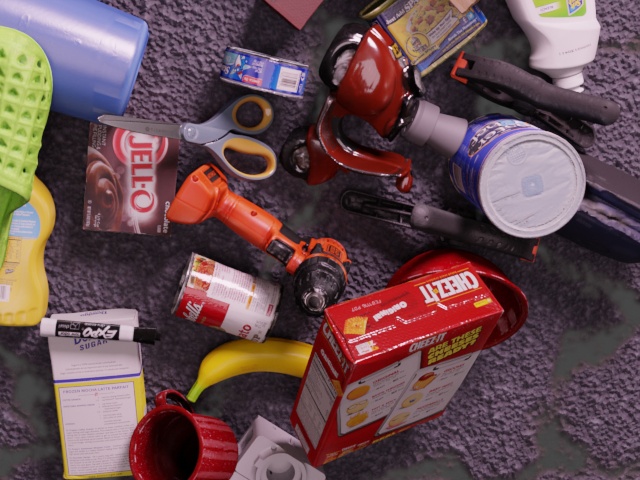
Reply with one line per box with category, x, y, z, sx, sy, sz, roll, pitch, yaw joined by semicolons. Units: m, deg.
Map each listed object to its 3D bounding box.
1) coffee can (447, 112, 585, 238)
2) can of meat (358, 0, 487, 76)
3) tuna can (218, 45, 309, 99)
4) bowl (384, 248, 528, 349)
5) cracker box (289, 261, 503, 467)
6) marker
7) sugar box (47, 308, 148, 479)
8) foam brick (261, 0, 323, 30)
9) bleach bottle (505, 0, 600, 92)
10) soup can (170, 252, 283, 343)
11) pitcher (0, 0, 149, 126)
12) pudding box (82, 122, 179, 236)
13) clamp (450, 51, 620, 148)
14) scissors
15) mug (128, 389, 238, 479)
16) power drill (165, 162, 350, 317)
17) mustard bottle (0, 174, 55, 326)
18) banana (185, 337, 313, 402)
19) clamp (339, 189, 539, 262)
coffee can;0.192;-0.068;1.066;0.102;0.140;0.103;-1;104;-5
can of meat;0.104;-0.222;1.063;0.102;0.057;0.084;-38;106;4
tuna can;-0.055;-0.165;1.047;0.086;0.086;0.034;12;101;-9
bowl;0.133;0.057;1.113;0.162;0.055;0.162;1;143;0
cracker box;0.067;0.124;1.053;0.164;0.072;0.214;-17;148;-23
marker;-0.223;0.093;1.086;0.121;0.020;0.020;5;103;-7
sugar box;-0.233;0.163;1.133;0.093;0.048;0.176;-3;100;-5
foam brick;-0.018;-0.252;1.046;0.053;0.051;0.078;39;97;-12
bleach bottle;0.216;-0.265;1.061;0.102;0.068;0.251;-16;107;0
soup can;-0.097;0.060;1.108;0.102;0.068;0.068;20;101;-10
pitcher;-0.287;-0.204;0.999;0.242;0.145;0.149;18;127;-13
pudding box;-0.191;-0.064;1.083;0.090;0.039;0.113;5;104;-7
clamp;0.216;-0.142;1.083;0.171;0.120;0.039;26;79;14
scissors;-0.118;-0.120;1.042;0.201;0.016;0.096;25;76;-37
mug;-0.143;0.212;1.121;0.093;0.081;0.117;-32;64;18
power drill;-0.057;0.001;1.048;0.187;0.184;0.057;34;100;-3
mustard bottle;-0.318;-0.013;1.073;0.096;0.058;0.192;8;103;-2
banana;-0.045;0.137;1.147;0.197;0.037;0.070;2;105;-11
clamp;0.131;-0.015;1.098;0.209;0.165;0.036;13;93;-32
